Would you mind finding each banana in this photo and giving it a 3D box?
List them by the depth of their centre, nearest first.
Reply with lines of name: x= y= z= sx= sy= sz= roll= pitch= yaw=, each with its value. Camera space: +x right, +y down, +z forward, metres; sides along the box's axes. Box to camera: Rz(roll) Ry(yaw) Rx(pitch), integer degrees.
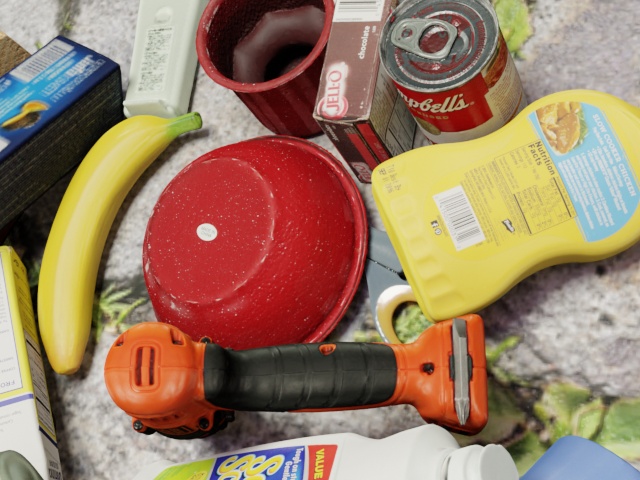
banana: x=-0.151 y=-0.009 z=0.721 sx=0.070 sy=0.037 sz=0.198 roll=16 pitch=77 yaw=39

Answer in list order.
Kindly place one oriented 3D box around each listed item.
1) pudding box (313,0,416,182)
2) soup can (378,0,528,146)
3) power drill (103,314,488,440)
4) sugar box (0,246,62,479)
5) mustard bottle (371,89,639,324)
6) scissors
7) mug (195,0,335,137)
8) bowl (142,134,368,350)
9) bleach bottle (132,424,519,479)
pudding box: x=0.035 y=-0.103 z=0.659 sx=0.039 sy=0.090 sz=0.113 roll=5 pitch=70 yaw=22
soup can: x=0.081 y=-0.094 z=0.629 sx=0.069 sy=0.102 sz=0.068 roll=-8 pitch=66 yaw=18
power drill: x=-0.008 y=0.079 z=0.571 sx=0.187 sy=0.184 sz=0.057 roll=-3 pitch=77 yaw=3
sugar box: x=-0.221 y=0.095 z=0.669 sx=0.093 sy=0.048 sz=0.176 roll=-17 pitch=63 yaw=-2
mustard bottle: x=0.131 y=-0.031 z=0.597 sx=0.191 sy=0.058 sz=0.096 roll=-23 pitch=78 yaw=0
scissors: x=0.018 y=0.015 z=0.659 sx=0.202 sy=0.016 sz=0.096 roll=14 pitch=75 yaw=26
mug: x=-0.030 y=-0.125 z=0.698 sx=0.093 sy=0.081 sz=0.117 roll=-48 pitch=60 yaw=-3
bowl: x=-0.054 y=0.001 z=0.661 sx=0.162 sy=0.055 sz=0.162 roll=-10 pitch=69 yaw=26
bleach bottle: x=-0.012 y=0.134 z=0.521 sx=0.251 sy=0.068 sz=0.102 roll=-25 pitch=19 yaw=39
